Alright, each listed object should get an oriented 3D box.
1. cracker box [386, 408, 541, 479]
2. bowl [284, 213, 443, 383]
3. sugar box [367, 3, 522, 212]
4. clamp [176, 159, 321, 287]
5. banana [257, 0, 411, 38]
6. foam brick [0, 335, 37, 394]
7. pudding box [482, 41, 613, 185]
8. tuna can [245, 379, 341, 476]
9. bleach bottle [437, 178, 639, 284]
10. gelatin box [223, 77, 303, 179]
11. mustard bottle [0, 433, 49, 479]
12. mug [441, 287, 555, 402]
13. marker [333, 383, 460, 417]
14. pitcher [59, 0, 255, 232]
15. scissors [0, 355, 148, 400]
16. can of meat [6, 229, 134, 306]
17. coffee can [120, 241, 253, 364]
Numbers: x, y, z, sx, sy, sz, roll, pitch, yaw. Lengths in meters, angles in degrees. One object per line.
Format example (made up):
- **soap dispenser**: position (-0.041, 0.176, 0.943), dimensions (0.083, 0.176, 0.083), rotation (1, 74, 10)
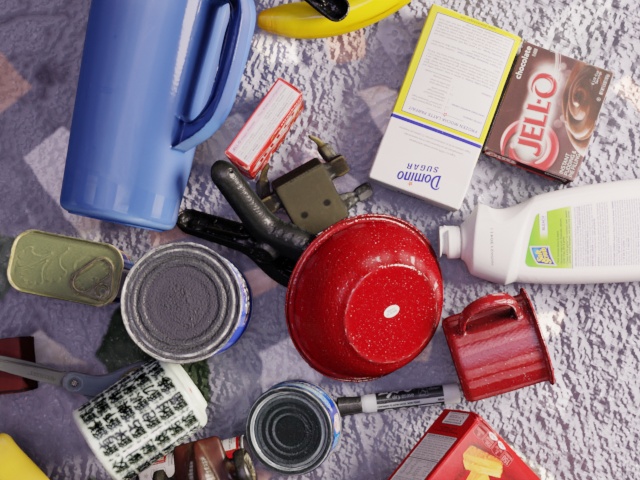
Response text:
- **cracker box**: position (0.112, 0.280, 0.925), dimensions (0.164, 0.072, 0.213), rotation (48, 68, -12)
- **bowl**: position (0.052, 0.059, 0.962), dimensions (0.161, 0.055, 0.162), rotation (-5, 104, -22)
- **sugar box**: position (0.117, -0.124, 1.014), dimensions (0.093, 0.048, 0.176), rotation (21, 90, 2)
- **clamp**: position (-0.057, 0.001, 0.995), dimensions (0.171, 0.120, 0.039), rotation (41, 61, -13)
- **banana**: position (0.037, -0.237, 1.029), dimensions (0.198, 0.037, 0.070), rotation (-31, 68, -3)
- **foam brick**: position (-0.310, 0.119, 0.998), dimensions (0.078, 0.053, 0.051), rotation (-7, 86, -1)
- **pudding box**: position (0.215, -0.120, 1.014), dimensions (0.090, 0.039, 0.113), rotation (20, 86, 2)
- **tuna can**: position (-0.025, 0.174, 0.990), dimensions (0.086, 0.033, 0.086), rotation (1, 92, 13)
- **bleach bottle**: position (0.236, -0.011, 0.996), dimensions (0.251, 0.068, 0.102), rotation (-2, 86, 3)
- **gelatin box**: position (-0.051, -0.103, 0.999), dimensions (0.030, 0.073, 0.089), rotation (34, 87, 3)
- **mustard bottle**: position (-0.273, 0.229, 0.958), dimensions (0.058, 0.096, 0.192), rotation (-30, 48, -32)
- **mug**: position (0.157, 0.091, 0.967), dimensions (0.081, 0.117, 0.093), rotation (-17, 47, 4)
- **marker**: position (0.071, 0.151, 1.008), dimensions (0.121, 0.020, 0.020), rotation (-7, 86, 0)
- **pitcher**: position (-0.154, -0.133, 0.973), dimensions (0.145, 0.149, 0.243), rotation (12, 90, -12)
- **scissors**: position (-0.221, 0.149, 0.984), dimensions (0.201, 0.016, 0.096), rotation (2, 96, -18)
- **can of meat**: position (-0.226, 0.027, 0.987), dimensions (0.102, 0.084, 0.057), rotation (10, 86, 1)
- **coffee can**: position (-0.115, 0.056, 0.956), dimensions (0.103, 0.140, 0.103), rotation (0, 86, 0)
